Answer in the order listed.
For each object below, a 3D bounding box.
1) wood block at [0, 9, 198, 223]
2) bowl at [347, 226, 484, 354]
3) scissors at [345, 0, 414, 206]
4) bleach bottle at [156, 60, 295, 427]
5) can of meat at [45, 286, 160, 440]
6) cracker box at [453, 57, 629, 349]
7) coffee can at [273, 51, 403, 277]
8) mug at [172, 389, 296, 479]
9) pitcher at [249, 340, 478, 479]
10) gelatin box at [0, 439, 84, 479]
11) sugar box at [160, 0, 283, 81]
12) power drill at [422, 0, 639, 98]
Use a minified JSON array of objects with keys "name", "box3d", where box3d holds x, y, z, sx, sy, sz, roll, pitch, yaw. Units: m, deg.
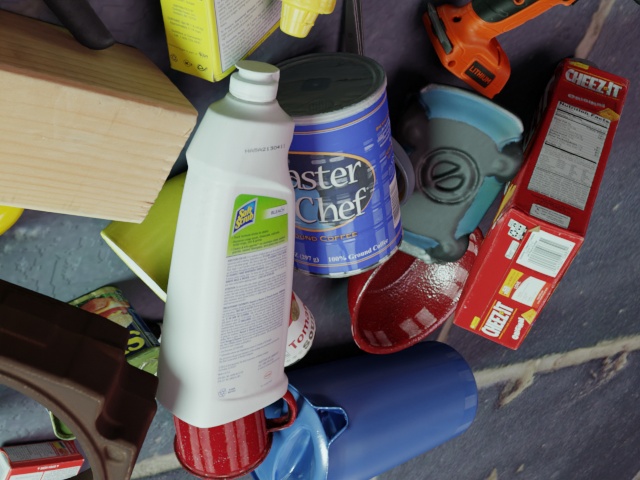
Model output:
[{"name":"wood block","box3d":[-0.190,-0.080,0.640,0.205,0.090,0.091,8,120,-47]},{"name":"bowl","box3d":[0.081,0.031,1.030,0.161,0.055,0.162,-25,140,-24]},{"name":"scissors","box3d":[0.044,-0.105,0.843,0.016,0.096,0.202,-43,155,-45]},{"name":"bleach bottle","box3d":[-0.055,0.001,0.736,0.102,0.068,0.251,-18,125,-48]},{"name":"can of meat","box3d":[-0.176,0.091,0.824,0.102,0.084,0.057,-25,139,-24]},{"name":"cracker box","box3d":[0.197,-0.035,0.958,0.164,0.072,0.213,106,8,-50]},{"name":"coffee can","box3d":[0.006,-0.058,0.811,0.102,0.103,0.140,-26,128,-23]},{"name":"mug","box3d":[-0.080,0.154,0.963,0.117,0.093,0.081,-3,130,0]},{"name":"pitcher","box3d":[0.039,0.181,1.093,0.242,0.149,0.145,-11,117,-41]},{"name":"gelatin box","box3d":[-0.254,0.214,0.917,0.073,0.030,0.089,3,123,-46]},{"name":"sugar box","box3d":[-0.063,-0.195,0.659,0.093,0.048,0.176,-52,151,-37]},{"name":"power drill","box3d":[0.191,-0.192,0.861,0.188,0.057,0.184,-33,149,25]}]
